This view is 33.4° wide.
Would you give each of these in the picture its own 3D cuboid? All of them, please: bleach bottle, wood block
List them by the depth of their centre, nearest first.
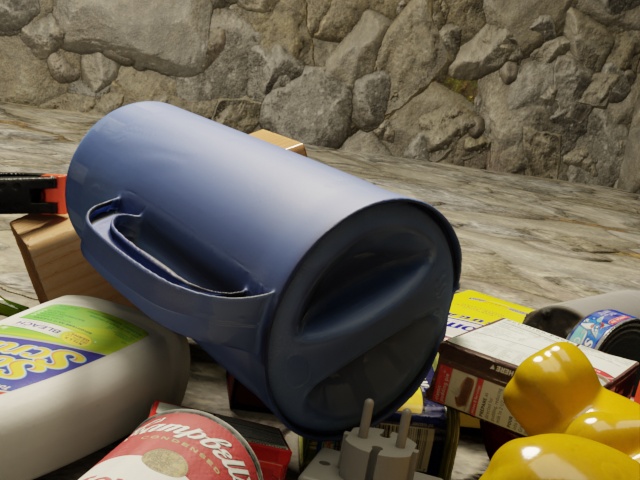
[{"bbox_3d":[-0.164,0.088,0.531,0.103,0.068,0.250,16,13,16],"label":"bleach bottle"},{"bbox_3d":[-0.108,-0.002,0.781,0.205,0.090,0.091,-22,20,-18],"label":"wood block"}]

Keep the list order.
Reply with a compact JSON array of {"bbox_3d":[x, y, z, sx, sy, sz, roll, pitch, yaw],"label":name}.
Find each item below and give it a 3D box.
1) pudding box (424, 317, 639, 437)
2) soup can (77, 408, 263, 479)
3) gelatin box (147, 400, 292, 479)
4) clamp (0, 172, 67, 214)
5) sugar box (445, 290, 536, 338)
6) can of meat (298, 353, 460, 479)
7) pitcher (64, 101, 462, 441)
[{"bbox_3d":[0.123,0.079,0.605,0.090,0.039,0.113,17,9,26],"label":"pudding box"},{"bbox_3d":[-0.070,0.116,0.423,0.068,0.068,0.102,13,15,13],"label":"soup can"},{"bbox_3d":[-0.056,0.109,0.553,0.073,0.030,0.089,13,-3,-6],"label":"gelatin box"},{"bbox_3d":[-0.259,-0.034,0.751,0.172,0.039,0.120,1,13,29],"label":"clamp"},{"bbox_3d":[0.128,0.082,0.914,0.093,0.048,0.175,16,10,28],"label":"sugar box"},{"bbox_3d":[0.032,0.102,0.637,0.084,0.057,0.102,8,19,-5],"label":"can of meat"},{"bbox_3d":[-0.054,0.001,0.606,0.243,0.145,0.149,29,-23,44],"label":"pitcher"}]
